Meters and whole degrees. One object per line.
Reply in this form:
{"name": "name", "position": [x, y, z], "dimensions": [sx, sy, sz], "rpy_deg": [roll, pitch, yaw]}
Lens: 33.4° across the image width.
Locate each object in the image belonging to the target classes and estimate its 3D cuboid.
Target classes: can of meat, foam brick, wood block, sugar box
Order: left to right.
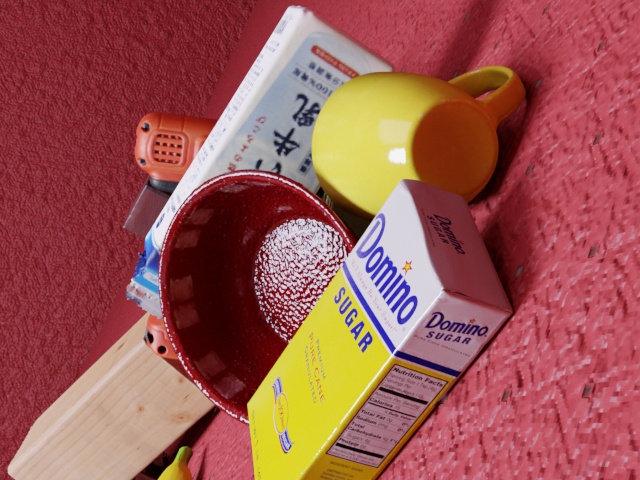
{"name": "wood block", "position": [-0.187, 0.161, 1.002], "dimensions": [0.206, 0.090, 0.090], "rpy_deg": [-43, 14, 22]}
{"name": "foam brick", "position": [-0.134, -0.026, 0.991], "dimensions": [0.051, 0.078, 0.053], "rpy_deg": [-58, 13, 26]}
{"name": "can of meat", "position": [0.008, 0.004, 0.726], "dimensions": [0.084, 0.057, 0.102], "rpy_deg": [-53, 16, 32]}
{"name": "sugar box", "position": [0.021, 0.063, 0.544], "dimensions": [0.176, 0.048, 0.093], "rpy_deg": [-60, 25, 29]}

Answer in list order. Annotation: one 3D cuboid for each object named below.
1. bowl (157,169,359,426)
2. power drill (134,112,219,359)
{"name": "bowl", "position": [-0.022, 0.033, 0.657], "dimensions": [0.055, 0.162, 0.162], "rpy_deg": [-17, -33, -54]}
{"name": "power drill", "position": [-0.055, 0.001, 0.813], "dimensions": [0.057, 0.184, 0.188], "rpy_deg": [-106, 24, -77]}
